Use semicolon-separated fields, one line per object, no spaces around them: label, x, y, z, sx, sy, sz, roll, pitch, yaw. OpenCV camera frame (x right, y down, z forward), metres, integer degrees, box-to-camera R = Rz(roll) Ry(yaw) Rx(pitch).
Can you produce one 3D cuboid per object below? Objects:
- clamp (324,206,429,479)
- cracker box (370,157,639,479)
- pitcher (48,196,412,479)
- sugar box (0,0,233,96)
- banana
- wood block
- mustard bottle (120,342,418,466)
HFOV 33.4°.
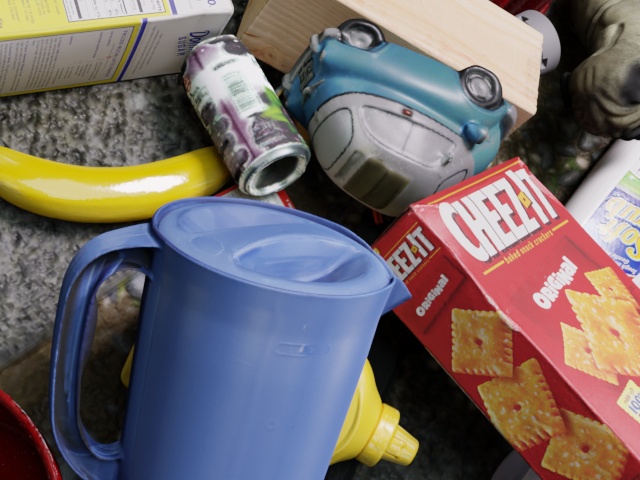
clamp;0.073;0.069;0.745;0.164;0.036;0.210;-9;68;7
cracker box;0.149;0.054;0.697;0.214;0.072;0.163;50;35;12
pitcher;-0.061;0.104;0.597;0.149;0.243;0.144;22;19;21
sugar box;-0.156;-0.141;0.718;0.176;0.093;0.048;-15;78;-27
banana;-0.144;-0.044;0.721;0.197;0.037;0.069;5;70;-21
wood block;0.054;-0.149;0.791;0.206;0.091;0.090;27;53;-18
mustard bottle;-0.024;0.093;0.688;0.191;0.058;0.096;28;94;-1
